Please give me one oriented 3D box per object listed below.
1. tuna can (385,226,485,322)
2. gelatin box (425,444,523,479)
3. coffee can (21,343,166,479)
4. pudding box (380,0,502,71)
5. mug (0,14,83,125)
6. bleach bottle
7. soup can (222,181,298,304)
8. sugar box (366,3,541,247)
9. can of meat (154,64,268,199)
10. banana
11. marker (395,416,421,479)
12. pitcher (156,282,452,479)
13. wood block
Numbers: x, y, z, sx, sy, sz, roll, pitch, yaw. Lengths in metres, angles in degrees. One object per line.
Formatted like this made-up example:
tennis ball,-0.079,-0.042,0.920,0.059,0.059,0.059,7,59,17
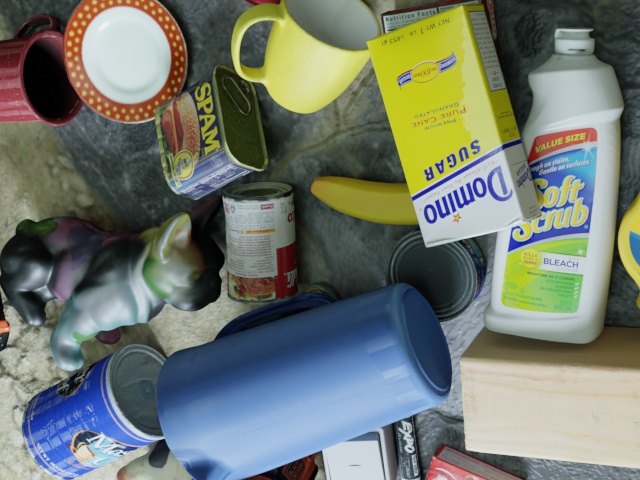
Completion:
tuna can,0.103,0.028,0.952,0.086,0.033,0.086,8,109,23
gelatin box,0.140,0.244,1.002,0.089,0.030,0.073,21,113,18
coffee can,-0.227,0.180,1.117,0.141,0.102,0.103,-29,92,30
pudding box,0.105,-0.144,0.897,0.090,0.039,0.113,-3,102,28
mug,-0.290,-0.170,1.057,0.082,0.093,0.117,1,75,30
bleach bottle,0.191,-0.046,0.873,0.103,0.068,0.251,7,106,24
soup can,-0.057,0.001,1.001,0.069,0.068,0.102,5,107,24
sugar box,0.106,-0.090,0.853,0.094,0.048,0.176,-15,91,35
can of meat,-0.103,-0.098,0.985,0.084,0.057,0.102,-24,67,33
banana,0.085,-0.045,0.934,0.198,0.037,0.069,-14,108,32
marker,0.081,0.183,1.018,0.020,0.020,0.121,-1,104,26
pitcher,-0.012,0.117,0.945,0.243,0.144,0.149,-22,82,23
wood block,0.230,0.128,0.890,0.206,0.090,0.090,1,107,25
